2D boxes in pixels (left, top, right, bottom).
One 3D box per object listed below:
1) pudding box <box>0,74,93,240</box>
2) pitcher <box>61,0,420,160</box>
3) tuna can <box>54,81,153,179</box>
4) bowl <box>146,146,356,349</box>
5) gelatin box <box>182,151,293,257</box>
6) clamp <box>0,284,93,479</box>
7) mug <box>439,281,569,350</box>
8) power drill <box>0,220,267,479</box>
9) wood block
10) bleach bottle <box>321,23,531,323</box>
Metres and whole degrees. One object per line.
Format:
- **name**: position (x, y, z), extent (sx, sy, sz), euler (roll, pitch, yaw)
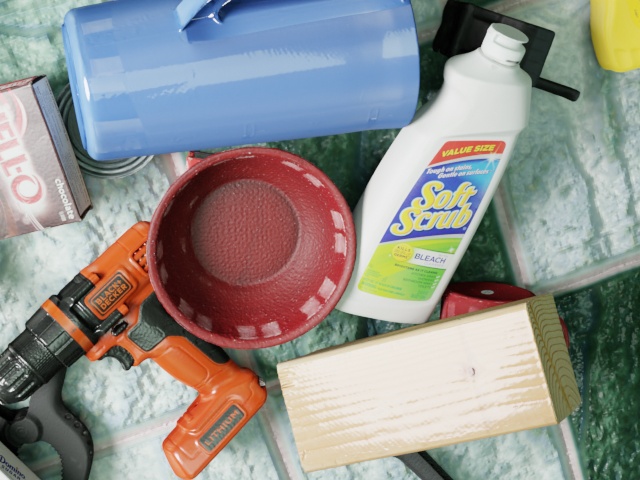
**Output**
- **pudding box**: position (-0.235, -0.061, 0.810), extent (0.090, 0.039, 0.113), euler (-12, 111, 13)
- **pitcher**: position (-0.057, -0.135, 0.765), extent (0.242, 0.145, 0.149), euler (-11, 111, -13)
- **tuna can**: position (-0.167, -0.093, 0.839), extent (0.086, 0.034, 0.086), euler (-2, 106, -7)
- **bowl**: position (-0.055, 0.001, 0.836), extent (0.162, 0.055, 0.162), euler (-3, 106, -9)
- **gelatin box**: position (-0.070, -0.029, 0.871), extent (0.089, 0.030, 0.073), euler (9, 105, -10)
- **clamp**: position (-0.260, 0.153, 0.896), extent (0.164, 0.036, 0.210), euler (-13, 103, -2)
- **mug**: position (0.152, 0.083, 0.900), extent (0.117, 0.093, 0.081), euler (3, 101, -1)
- **power drill**: position (-0.148, 0.106, 0.865), extent (0.184, 0.057, 0.187), euler (-45, 111, -12)
- **wood block**: position (0.083, 0.111, 0.830), extent (0.206, 0.090, 0.091), euler (-16, 86, 24)
- **bleach bottle**: position (0.087, -0.052, 0.827), extent (0.102, 0.068, 0.251), euler (12, 123, -18)
